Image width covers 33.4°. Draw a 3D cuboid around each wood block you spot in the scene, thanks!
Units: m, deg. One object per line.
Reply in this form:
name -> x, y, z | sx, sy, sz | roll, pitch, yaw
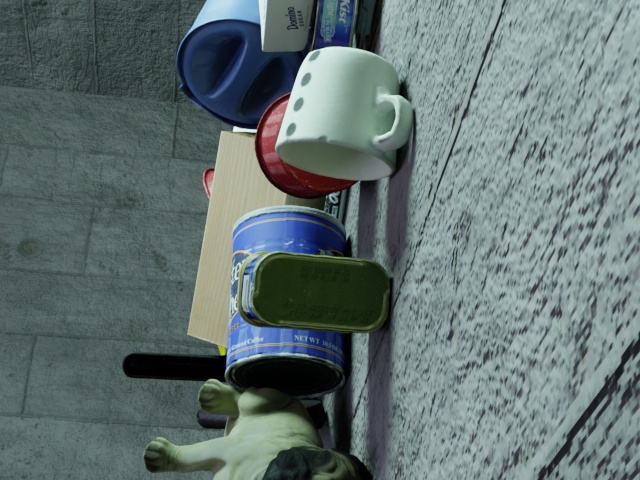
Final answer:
wood block -> -0.056, 0.001, 1.060 | 0.090, 0.091, 0.206 | -9, -69, -61

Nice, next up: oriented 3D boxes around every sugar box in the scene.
sugar box -> -0.034, -0.263, 0.947 | 0.093, 0.048, 0.176 | 102, 162, -59

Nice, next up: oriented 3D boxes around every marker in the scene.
marker -> 0.017, -0.053, 0.973 | 0.020, 0.020, 0.121 | -97, 14, -59

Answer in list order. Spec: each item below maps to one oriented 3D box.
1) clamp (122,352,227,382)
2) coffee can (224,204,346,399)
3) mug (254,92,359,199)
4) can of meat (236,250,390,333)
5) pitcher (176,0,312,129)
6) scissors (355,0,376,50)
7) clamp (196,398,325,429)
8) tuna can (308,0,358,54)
clamp -> -0.065, 0.131, 1.051 | 0.165, 0.209, 0.036 | 8, 92, 41
coffee can -> -0.029, 0.055, 0.925 | 0.103, 0.102, 0.140 | 107, 165, -61
mug -> 0.006, -0.088, 0.868 | 0.117, 0.093, 0.081 | -49, 11, -5
can of meat -> -0.006, 0.038, 0.767 | 0.084, 0.102, 0.057 | 165, 110, -81
pitcher -> -0.043, -0.241, 1.098 | 0.145, 0.149, 0.242 | 103, -178, -48
scissors -> 0.038, -0.205, 0.918 | 0.202, 0.016, 0.096 | 102, 171, -47
clamp -> -0.036, 0.167, 1.029 | 0.172, 0.120, 0.039 | -5, 95, 61
tuna can -> 0.011, -0.194, 0.912 | 0.086, 0.033, 0.086 | -175, 91, -86
